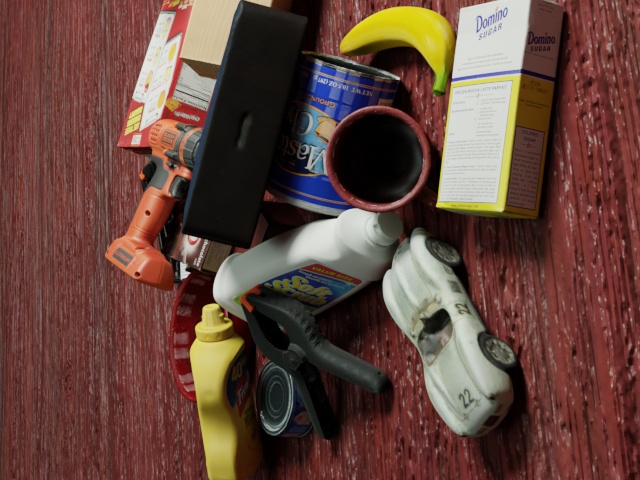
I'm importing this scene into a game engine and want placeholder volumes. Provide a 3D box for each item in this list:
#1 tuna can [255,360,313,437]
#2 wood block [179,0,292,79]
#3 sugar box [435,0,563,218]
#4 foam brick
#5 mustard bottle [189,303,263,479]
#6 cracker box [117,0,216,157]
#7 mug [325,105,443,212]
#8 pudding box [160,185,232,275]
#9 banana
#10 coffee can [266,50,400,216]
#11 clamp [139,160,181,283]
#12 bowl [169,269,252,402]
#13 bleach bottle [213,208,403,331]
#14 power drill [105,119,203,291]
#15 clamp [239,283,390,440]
[{"bbox_3d":[-0.036,0.169,1.150,0.086,0.033,0.086,-17,70,57],"label":"tuna can"},{"bbox_3d":[-0.081,-0.286,1.201,0.090,0.091,0.206,31,-108,-80],"label":"wood block"},{"bbox_3d":[0.148,-0.108,0.886,0.093,0.048,0.176,7,87,59],"label":"sugar box"},{"bbox_3d":[-0.058,0.001,1.201,0.053,0.051,0.078,55,130,47],"label":"foam brick"},{"bbox_3d":[-0.105,0.161,1.165,0.096,0.058,0.191,-52,-43,-68],"label":"mustard bottle"},{"bbox_3d":[-0.182,-0.213,1.388,0.164,0.072,0.214,10,83,64],"label":"cracker box"},{"bbox_3d":[0.068,-0.066,0.963,0.117,0.081,0.093,37,102,8],"label":"mug"},{"bbox_3d":[-0.132,-0.023,1.239,0.090,0.039,0.113,19,92,51],"label":"pudding box"},{"bbox_3d":[0.078,-0.191,1.011,0.069,0.037,0.198,-51,31,0],"label":"banana"},{"bbox_3d":[0.011,-0.106,1.056,0.103,0.102,0.140,38,116,55],"label":"coffee can"},{"bbox_3d":[-0.218,-0.045,1.478,0.210,0.036,0.164,-137,47,-63],"label":"clamp"},{"bbox_3d":[-0.126,0.115,1.289,0.162,0.055,0.162,-17,70,57],"label":"bowl"},{"bbox_3d":[-0.007,0.022,1.065,0.251,0.102,0.068,-32,32,53],"label":"bleach bottle"},{"bbox_3d":[-0.166,-0.041,1.211,0.185,0.057,0.187,25,91,56],"label":"power drill"},{"bbox_3d":[-0.018,0.120,1.063,0.171,0.039,0.120,43,127,15],"label":"clamp"}]
